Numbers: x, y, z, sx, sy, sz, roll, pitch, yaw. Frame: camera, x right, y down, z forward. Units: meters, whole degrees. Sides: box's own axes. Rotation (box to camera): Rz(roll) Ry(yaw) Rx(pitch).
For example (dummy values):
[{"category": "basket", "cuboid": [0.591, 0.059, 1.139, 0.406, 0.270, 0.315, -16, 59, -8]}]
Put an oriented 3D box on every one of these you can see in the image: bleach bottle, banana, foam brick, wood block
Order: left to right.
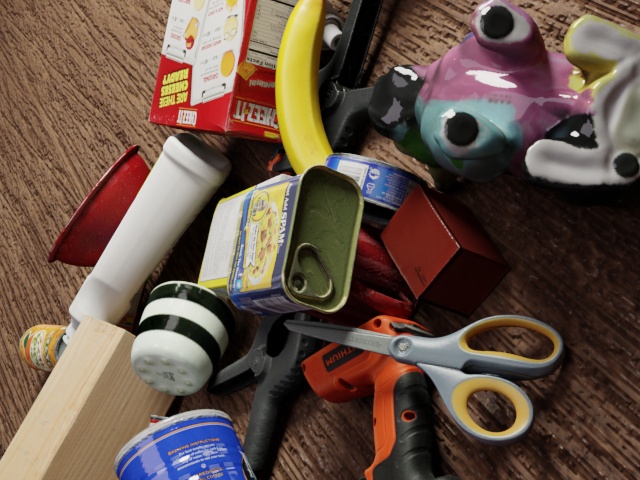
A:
[{"category": "wood block", "cuboid": [-0.227, 0.188, 1.030, 0.090, 0.090, 0.206, 11, 68, 52]}, {"category": "bleach bottle", "cuboid": [-0.187, 0.010, 1.085, 0.251, 0.068, 0.102, -54, 3, 11]}, {"category": "banana", "cuboid": [-0.006, -0.114, 0.914, 0.070, 0.037, 0.198, -16, 82, 15]}, {"category": "foam brick", "cuboid": [0.088, 0.007, 0.774, 0.053, 0.051, 0.078, -53, 38, 23]}]

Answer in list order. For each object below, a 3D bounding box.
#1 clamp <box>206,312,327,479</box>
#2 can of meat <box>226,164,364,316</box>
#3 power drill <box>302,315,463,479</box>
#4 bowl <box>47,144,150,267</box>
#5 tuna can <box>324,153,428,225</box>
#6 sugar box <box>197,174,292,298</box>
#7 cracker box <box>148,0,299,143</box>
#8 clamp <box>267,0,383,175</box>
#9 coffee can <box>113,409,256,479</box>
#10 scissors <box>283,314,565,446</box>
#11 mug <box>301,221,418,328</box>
[{"category": "clamp", "cuboid": [-0.046, 0.106, 0.917, 0.120, 0.039, 0.171, 44, 112, 47]}, {"category": "can of meat", "cuboid": [-0.021, 0.004, 0.774, 0.084, 0.057, 0.102, -12, 63, 53]}, {"category": "power drill", "cuboid": [0.035, 0.163, 0.766, 0.185, 0.057, 0.187, -34, 51, 34]}, {"category": "bowl", "cuboid": [-0.229, -0.026, 1.172, 0.162, 0.055, 0.162, -53, 5, 6]}, {"category": "tuna can", "cuboid": [0.040, -0.038, 0.831, 0.086, 0.086, 0.034, 7, 78, 54]}, {"category": "sugar box", "cuboid": [-0.056, 0.001, 0.941, 0.176, 0.048, 0.093, -8, 67, 65]}, {"category": "cracker box", "cuboid": [-0.080, -0.205, 1.009, 0.164, 0.072, 0.214, 15, 95, 56]}, {"category": "clamp", "cuboid": [0.026, -0.122, 0.933, 0.210, 0.036, 0.165, -52, 46, 28]}, {"category": "coffee can", "cuboid": [-0.091, 0.219, 0.837, 0.103, 0.102, 0.140, -48, 55, 28]}, {"category": "scissors", "cuboid": [0.063, 0.091, 0.717, 0.202, 0.016, 0.096, -6, 61, 22]}, {"category": "mug", "cuboid": [0.026, 0.029, 0.820, 0.093, 0.081, 0.117, -62, 36, 10]}]
